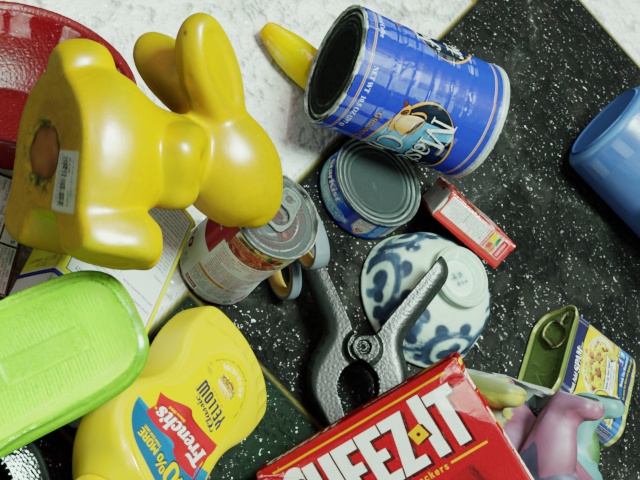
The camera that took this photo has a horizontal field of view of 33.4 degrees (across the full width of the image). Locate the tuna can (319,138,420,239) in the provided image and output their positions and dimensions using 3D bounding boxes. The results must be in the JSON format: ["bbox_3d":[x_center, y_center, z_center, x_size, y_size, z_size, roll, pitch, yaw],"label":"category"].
[{"bbox_3d":[0.042,-0.045,0.920,0.086,0.034,0.086,14,60,-27],"label":"tuna can"}]

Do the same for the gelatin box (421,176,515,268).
[{"bbox_3d":[0.128,-0.018,0.934,0.073,0.030,0.089,40,9,-8],"label":"gelatin box"}]

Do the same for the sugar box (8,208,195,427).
[{"bbox_3d":[-0.155,0.029,0.733,0.093,0.048,0.176,48,49,-35],"label":"sugar box"}]

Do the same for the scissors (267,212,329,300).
[{"bbox_3d":[-0.047,-0.033,0.858,0.016,0.096,0.202,-5,39,-30],"label":"scissors"}]

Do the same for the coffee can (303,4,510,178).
[{"bbox_3d":[0.071,-0.122,0.890,0.140,0.103,0.103,19,58,-22],"label":"coffee can"}]

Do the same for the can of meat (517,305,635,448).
[{"bbox_3d":[0.227,0.123,0.944,0.084,0.058,0.102,36,53,-16],"label":"can of meat"}]

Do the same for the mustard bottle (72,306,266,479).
[{"bbox_3d":[-0.107,0.128,0.692,0.191,0.058,0.096,-47,120,-52],"label":"mustard bottle"}]

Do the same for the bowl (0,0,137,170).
[{"bbox_3d":[-0.213,-0.099,0.750,0.162,0.055,0.162,15,41,-14],"label":"bowl"}]

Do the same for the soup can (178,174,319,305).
[{"bbox_3d":[-0.055,0.001,0.790,0.068,0.102,0.068,14,60,-27],"label":"soup can"}]

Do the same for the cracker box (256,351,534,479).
[{"bbox_3d":[0.080,0.210,0.736,0.164,0.072,0.214,-31,83,4],"label":"cracker box"}]

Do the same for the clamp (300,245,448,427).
[{"bbox_3d":[0.023,0.077,0.829,0.120,0.039,0.171,15,73,7],"label":"clamp"}]

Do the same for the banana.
[{"bbox_3d":[0.033,-0.137,0.962,0.197,0.037,0.069,17,41,-27],"label":"banana"}]
